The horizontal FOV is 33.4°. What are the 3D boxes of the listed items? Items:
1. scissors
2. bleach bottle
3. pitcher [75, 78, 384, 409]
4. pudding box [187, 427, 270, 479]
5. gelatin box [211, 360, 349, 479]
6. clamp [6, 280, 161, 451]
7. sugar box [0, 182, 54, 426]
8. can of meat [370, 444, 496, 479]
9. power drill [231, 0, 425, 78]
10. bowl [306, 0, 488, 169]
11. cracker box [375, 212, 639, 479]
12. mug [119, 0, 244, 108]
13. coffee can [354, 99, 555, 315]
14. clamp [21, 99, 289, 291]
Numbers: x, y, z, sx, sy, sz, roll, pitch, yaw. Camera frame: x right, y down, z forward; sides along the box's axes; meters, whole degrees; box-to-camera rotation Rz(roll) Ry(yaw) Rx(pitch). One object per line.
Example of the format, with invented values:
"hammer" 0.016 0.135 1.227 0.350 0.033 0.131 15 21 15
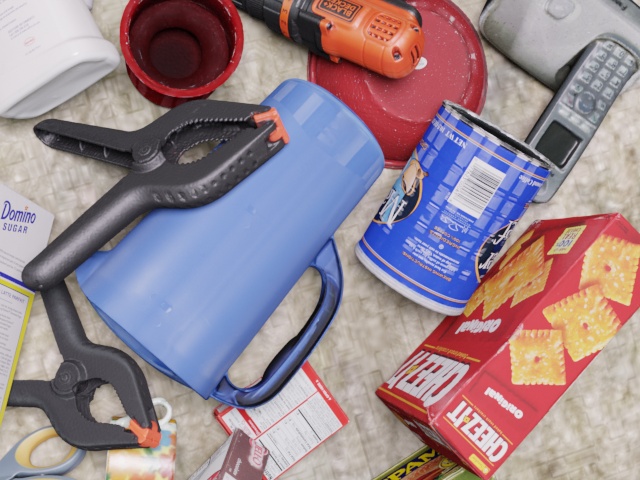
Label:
"scissors" -0.270 0.182 0.834 0.202 0.016 0.096 5 51 10
"bleach bottle" -0.247 -0.222 0.796 0.103 0.068 0.251 -28 84 19
"pitcher" -0.055 0.001 0.829 0.242 0.145 0.149 -49 140 -10
"pudding box" -0.086 0.208 0.817 0.039 0.113 0.090 39 110 -6
"gelatin box" -0.033 0.145 0.882 0.089 0.030 0.073 -36 99 -9
"clamp" -0.186 0.097 0.816 0.172 0.039 0.120 22 86 19
"sugar box" -0.256 0.048 0.785 0.048 0.093 0.176 3 73 20
"can of meat" 0.092 0.214 0.881 0.102 0.084 0.057 -30 97 -10
"power drill" 0.036 -0.229 0.856 0.185 0.057 0.187 29 75 23
"bowl" 0.072 -0.141 0.888 0.162 0.055 0.162 0 90 -12
"cracker box" 0.153 0.075 0.851 0.072 0.164 0.213 45 82 -7
"mug" -0.106 -0.160 0.835 0.093 0.081 0.117 28 81 -8
"coffee can" 0.105 -0.026 0.851 0.102 0.103 0.140 28 105 -11
"clamp" -0.126 -0.046 0.779 0.210 0.036 0.164 -11 51 14
